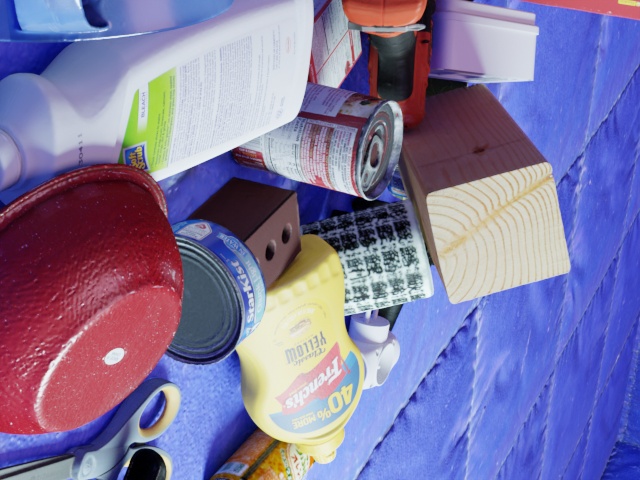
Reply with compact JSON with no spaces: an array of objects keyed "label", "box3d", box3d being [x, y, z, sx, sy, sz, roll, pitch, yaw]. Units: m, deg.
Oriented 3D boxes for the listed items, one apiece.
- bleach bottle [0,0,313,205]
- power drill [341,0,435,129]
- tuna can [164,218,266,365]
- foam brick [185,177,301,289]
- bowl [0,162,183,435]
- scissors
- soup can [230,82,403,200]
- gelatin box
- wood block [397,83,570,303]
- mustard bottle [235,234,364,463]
[{"label":"bleach bottle","box3d":[-0.095,-0.081,0.571,0.250,0.068,0.103,-33,135,-53]},{"label":"power drill","box3d":[0.056,-0.190,0.778,0.187,0.057,0.184,47,44,-77]},{"label":"tuna can","box3d":[-0.076,0.031,0.650,0.033,0.086,0.086,-40,139,-55]},{"label":"foam brick","box3d":[-0.055,0.001,0.721,0.078,0.051,0.053,-49,145,-45]},{"label":"bowl","box3d":[-0.121,0.043,0.529,0.162,0.055,0.162,-41,157,-22]},{"label":"scissors","box3d":[-0.137,0.119,0.657,0.096,0.016,0.201,-71,156,-13]},{"label":"soup can","box3d":[-0.004,-0.072,0.726,0.068,0.102,0.068,-44,142,-49]},{"label":"gelatin box","box3d":[-0.002,-0.145,0.776,0.073,0.030,0.089,80,32,-45]},{"label":"wood block","box3d":[0.116,-0.045,0.832,0.206,0.091,0.090,-100,174,-66]},{"label":"mustard bottle","box3d":[-0.016,0.095,0.802,0.096,0.058,0.191,-27,126,-20]}]
